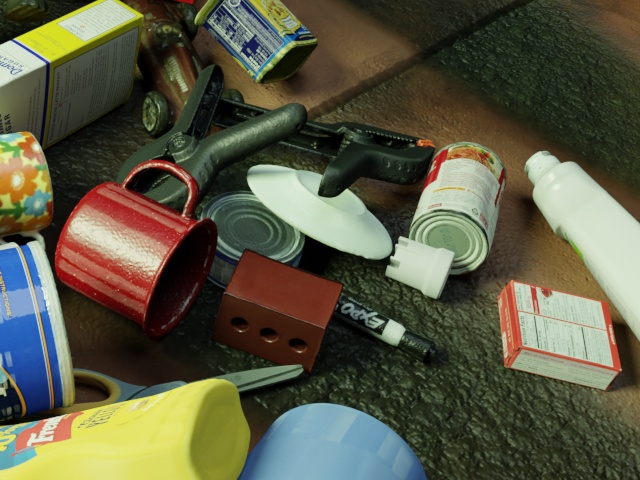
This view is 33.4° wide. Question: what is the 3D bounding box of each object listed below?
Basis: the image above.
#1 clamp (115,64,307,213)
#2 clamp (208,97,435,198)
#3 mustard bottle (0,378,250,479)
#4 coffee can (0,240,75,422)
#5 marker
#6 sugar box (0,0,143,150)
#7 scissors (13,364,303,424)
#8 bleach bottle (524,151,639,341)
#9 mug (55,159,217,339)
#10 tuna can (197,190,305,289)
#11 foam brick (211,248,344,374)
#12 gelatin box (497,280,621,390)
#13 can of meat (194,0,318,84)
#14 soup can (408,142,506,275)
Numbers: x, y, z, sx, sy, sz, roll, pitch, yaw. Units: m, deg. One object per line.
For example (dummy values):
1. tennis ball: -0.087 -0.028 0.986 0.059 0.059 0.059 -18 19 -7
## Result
1. clamp: -0.105 -0.072 0.835 0.171 0.039 0.120 -37 41 -12
2. clamp: 0.016 -0.081 0.911 0.165 0.036 0.209 33 24 34
3. mustard bottle: -0.141 0.125 0.589 0.192 0.058 0.096 -14 9 15
4. coffee can: -0.225 0.064 0.623 0.140 0.103 0.103 -12 49 -20
5. marker: 0.033 0.059 0.809 0.121 0.020 0.020 27 41 8
6. sugar box: -0.218 -0.123 0.852 0.048 0.093 0.175 34 42 17
7. scissors: -0.100 0.118 0.695 0.201 0.016 0.096 3 45 -18
8. bleach bottle: 0.247 0.010 0.889 0.068 0.102 0.251 -35 53 4
9. mug: -0.125 0.000 0.744 0.081 0.117 0.093 26 11 14
10. tuna can: -0.055 0.001 0.826 0.086 0.034 0.086 11 42 -10
11. foam brick: -0.031 0.051 0.767 0.078 0.053 0.051 19 41 1
12. gelatin box: 0.187 0.075 0.845 0.089 0.030 0.073 13 43 -9
13. can of meat: -0.056 -0.194 0.992 0.084 0.057 0.102 46 22 4
14. soup can: 0.116 -0.027 0.899 0.068 0.069 0.102 22 42 2
